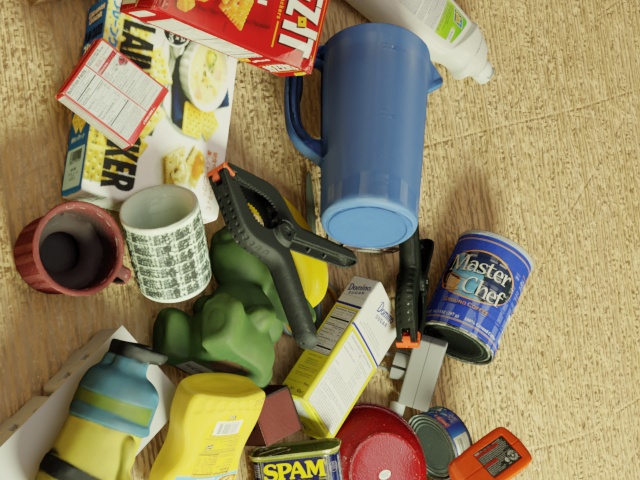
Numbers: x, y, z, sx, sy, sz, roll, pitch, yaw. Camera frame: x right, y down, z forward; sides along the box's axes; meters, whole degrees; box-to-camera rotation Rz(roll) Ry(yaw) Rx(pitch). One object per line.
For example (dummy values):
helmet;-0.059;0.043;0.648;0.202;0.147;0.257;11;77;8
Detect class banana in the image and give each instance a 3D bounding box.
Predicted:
banana;-0.042;-0.003;1.223;0.069;0.037;0.198;-30;94;-28

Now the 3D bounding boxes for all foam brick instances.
foam brick;-0.066;0.191;1.172;0.051;0.078;0.053;-22;95;-33

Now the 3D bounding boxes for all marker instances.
marker;0.080;0.256;1.297;0.020;0.020;0.121;25;71;-29

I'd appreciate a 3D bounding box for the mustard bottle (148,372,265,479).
mustard bottle;-0.128;0.232;1.106;0.096;0.058;0.192;4;112;-44

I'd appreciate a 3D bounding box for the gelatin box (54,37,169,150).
gelatin box;-0.208;-0.146;1.064;0.089;0.030;0.073;37;69;-21

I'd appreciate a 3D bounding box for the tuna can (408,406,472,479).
tuna can;0.145;0.247;1.302;0.033;0.086;0.086;-20;96;-35

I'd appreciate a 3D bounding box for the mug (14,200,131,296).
mug;-0.245;0.016;1.069;0.117;0.082;0.093;25;71;-29

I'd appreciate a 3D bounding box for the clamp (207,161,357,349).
clamp;-0.047;0.006;1.141;0.210;0.036;0.164;45;37;-21

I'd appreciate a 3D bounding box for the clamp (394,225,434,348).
clamp;0.109;0.042;1.282;0.120;0.039;0.171;55;34;-49

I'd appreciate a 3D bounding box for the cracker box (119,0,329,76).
cracker box;-0.086;-0.282;1.115;0.213;0.072;0.164;16;87;-39

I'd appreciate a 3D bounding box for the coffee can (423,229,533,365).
coffee can;0.196;0.072;1.346;0.102;0.103;0.140;38;65;-24

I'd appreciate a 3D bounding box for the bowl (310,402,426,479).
bowl;0.064;0.270;1.245;0.161;0.055;0.162;4;79;-22

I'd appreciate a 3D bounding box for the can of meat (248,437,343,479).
can of meat;-0.023;0.270;1.184;0.102;0.057;0.084;-7;92;5

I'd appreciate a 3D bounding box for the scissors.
scissors;-0.024;0.026;1.256;0.096;0.016;0.202;-17;94;-34

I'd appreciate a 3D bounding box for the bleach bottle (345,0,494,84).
bleach bottle;0.131;-0.281;1.369;0.250;0.068;0.102;37;66;-27

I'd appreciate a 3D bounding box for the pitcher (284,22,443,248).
pitcher;0.049;-0.119;1.220;0.144;0.149;0.243;41;44;-47

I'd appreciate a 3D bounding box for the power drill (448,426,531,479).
power drill;0.161;0.309;1.257;0.184;0.188;0.057;-28;64;-34

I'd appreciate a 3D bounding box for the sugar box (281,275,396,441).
sugar box;0.025;0.136;1.243;0.176;0.048;0.093;-57;140;-28
